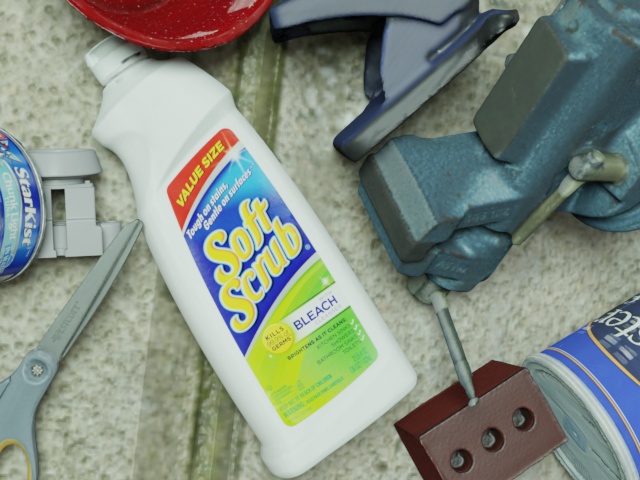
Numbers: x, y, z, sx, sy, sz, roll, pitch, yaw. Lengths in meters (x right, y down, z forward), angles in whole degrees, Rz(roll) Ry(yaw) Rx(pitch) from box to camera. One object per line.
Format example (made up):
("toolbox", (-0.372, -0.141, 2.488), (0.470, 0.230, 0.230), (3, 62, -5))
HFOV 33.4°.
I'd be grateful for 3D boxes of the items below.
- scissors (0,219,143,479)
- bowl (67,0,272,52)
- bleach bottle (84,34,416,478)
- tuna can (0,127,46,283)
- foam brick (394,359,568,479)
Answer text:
("scissors", (-0.172, 0.068, 0.570), (0.096, 0.016, 0.202), (19, 96, -6))
("bowl", (-0.097, -0.172, 0.567), (0.161, 0.055, 0.162), (7, 78, -34))
("bleach bottle", (-0.054, 0.001, 0.591), (0.102, 0.068, 0.251), (-35, 95, -11))
("tuna can", (-0.185, -0.017, 0.549), (0.086, 0.033, 0.086), (5, 100, 29))
("foam brick", (0.093, 0.113, 0.629), (0.078, 0.051, 0.053), (-32, 97, -11))
